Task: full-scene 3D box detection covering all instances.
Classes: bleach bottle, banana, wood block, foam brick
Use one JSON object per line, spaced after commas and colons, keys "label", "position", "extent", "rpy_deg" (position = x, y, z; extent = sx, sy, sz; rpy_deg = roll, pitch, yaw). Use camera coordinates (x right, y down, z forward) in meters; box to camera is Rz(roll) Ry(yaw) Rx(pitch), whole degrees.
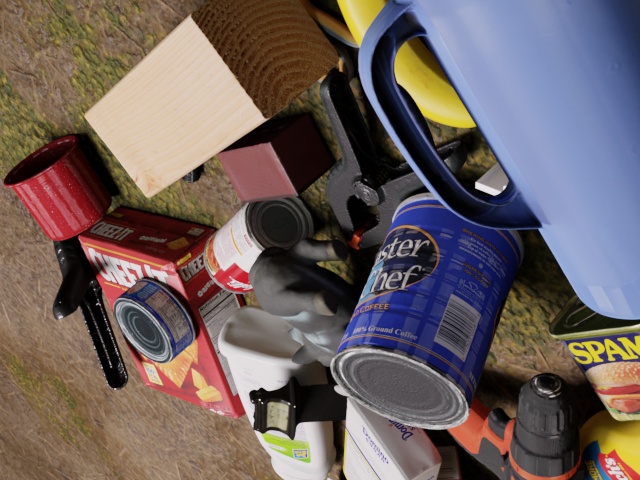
{"label": "bleach bottle", "position": [-0.038, 0.182, 1.131], "extent": [0.103, 0.068, 0.251], "rpy_deg": [14, 137, 22]}
{"label": "banana", "position": [0.055, -0.146, 0.725], "extent": [0.070, 0.037, 0.198], "rpy_deg": [-35, 100, 27]}
{"label": "wood block", "position": [-0.090, -0.118, 0.832], "extent": [0.091, 0.090, 0.207], "rpy_deg": [53, 146, -9]}
{"label": "foam brick", "position": [-0.038, -0.068, 0.890], "extent": [0.078, 0.052, 0.051], "rpy_deg": [-5, 120, 50]}

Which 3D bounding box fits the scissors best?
{"label": "scissors", "position": [-0.040, -0.181, 0.812], "extent": [0.202, 0.016, 0.096], "rpy_deg": [29, 142, 27]}

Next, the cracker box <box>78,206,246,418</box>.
{"label": "cracker box", "position": [-0.157, 0.079, 1.159], "extent": [0.164, 0.072, 0.213], "rpy_deg": [12, 132, 41]}

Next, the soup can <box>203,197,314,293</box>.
{"label": "soup can", "position": [-0.056, 0.001, 0.968], "extent": [0.068, 0.068, 0.102], "rpy_deg": [50, 146, -2]}

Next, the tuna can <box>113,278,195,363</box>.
{"label": "tuna can", "position": [-0.169, 0.083, 1.082], "extent": [0.086, 0.033, 0.086], "rpy_deg": [28, 140, 26]}

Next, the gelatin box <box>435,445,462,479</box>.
{"label": "gelatin box", "position": [0.117, 0.251, 1.012], "extent": [0.030, 0.089, 0.073], "rpy_deg": [-1, 137, -3]}

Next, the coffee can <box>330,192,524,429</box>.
{"label": "coffee can", "position": [0.080, 0.050, 0.775], "extent": [0.103, 0.140, 0.103], "rpy_deg": [18, 148, 12]}

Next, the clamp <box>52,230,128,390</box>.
{"label": "clamp", "position": [-0.266, 0.044, 1.176], "extent": [0.164, 0.036, 0.210], "rpy_deg": [71, 179, -58]}

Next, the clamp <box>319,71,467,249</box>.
{"label": "clamp", "position": [0.052, -0.046, 0.824], "extent": [0.120, 0.039, 0.171], "rpy_deg": [32, 151, 23]}

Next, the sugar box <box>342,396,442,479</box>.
{"label": "sugar box", "position": [0.062, 0.204, 0.974], "extent": [0.093, 0.048, 0.176], "rpy_deg": [53, 159, 26]}

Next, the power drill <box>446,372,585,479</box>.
{"label": "power drill", "position": [0.132, 0.135, 0.847], "extent": [0.188, 0.057, 0.184], "rpy_deg": [46, 151, 44]}

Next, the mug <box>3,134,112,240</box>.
{"label": "mug", "position": [-0.285, -0.055, 1.157], "extent": [0.117, 0.093, 0.081], "rpy_deg": [9, 136, 53]}

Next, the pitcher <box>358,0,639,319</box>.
{"label": "pitcher", "position": [0.141, -0.071, 0.600], "extent": [0.149, 0.144, 0.242], "rpy_deg": [-12, 121, 39]}
